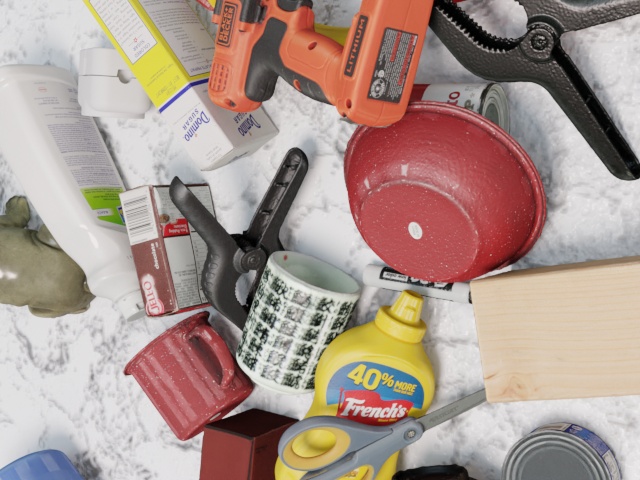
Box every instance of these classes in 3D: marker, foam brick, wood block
[{"bbox_3d":[0.091,0.037,0.857,0.121,0.020,0.020,10,99,28],"label":"marker"},{"bbox_3d":[-0.060,0.181,0.921,0.051,0.078,0.053,9,96,29],"label":"foam brick"},{"bbox_3d":[0.222,0.057,0.745,0.206,0.090,0.091,-9,90,30],"label":"wood block"}]

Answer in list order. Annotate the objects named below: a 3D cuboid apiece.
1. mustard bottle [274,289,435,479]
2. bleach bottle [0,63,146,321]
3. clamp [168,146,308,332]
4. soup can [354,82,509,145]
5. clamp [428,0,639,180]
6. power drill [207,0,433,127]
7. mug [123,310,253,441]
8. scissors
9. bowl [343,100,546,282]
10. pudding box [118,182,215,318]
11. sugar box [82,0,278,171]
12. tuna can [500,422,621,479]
[{"bbox_3d":[0.039,0.127,0.860,0.096,0.058,0.192,19,105,-10],"label":"mustard bottle"},{"bbox_3d":[-0.224,-0.041,0.979,0.068,0.102,0.251,-35,76,32],"label":"bleach bottle"},{"bbox_3d":[-0.056,0.001,0.899,0.039,0.120,0.171,-126,22,-50],"label":"clamp"},{"bbox_3d":[0.087,-0.088,0.822,0.102,0.068,0.068,4,96,28],"label":"soup can"},{"bbox_3d":[0.160,-0.135,0.752,0.210,0.036,0.165,18,124,15],"label":"clamp"},{"bbox_3d":[-0.005,-0.170,0.788,0.188,0.057,0.184,26,110,44],"label":"power drill"},{"bbox_3d":[-0.107,0.116,0.931,0.081,0.093,0.117,53,138,10],"label":"mug"},{"bbox_3d":[0.052,0.139,0.823,0.202,0.016,0.096,-39,117,5],"label":"scissors"},{"bbox_3d":[0.082,-0.022,0.793,0.162,0.055,0.162,17,134,18],"label":"bowl"},{"bbox_3d":[-0.124,0.007,0.935,0.039,0.089,0.113,-13,87,28],"label":"pudding box"},{"bbox_3d":[-0.116,-0.144,0.898,0.048,0.093,0.176,-33,89,26],"label":"sugar box"},{"bbox_3d":[0.183,0.182,0.809,0.086,0.033,0.086,3,96,29],"label":"tuna can"}]
